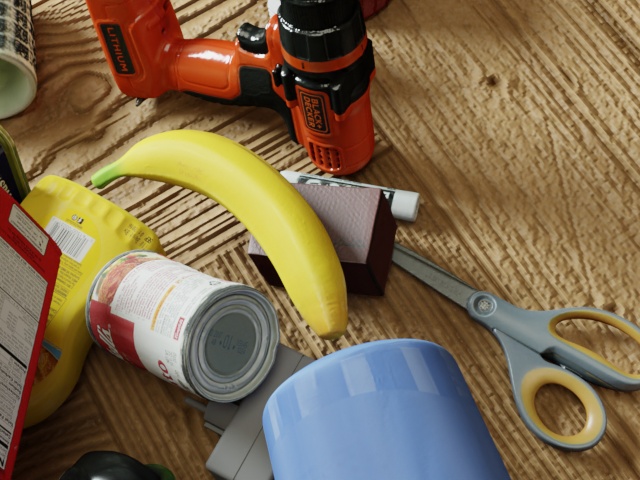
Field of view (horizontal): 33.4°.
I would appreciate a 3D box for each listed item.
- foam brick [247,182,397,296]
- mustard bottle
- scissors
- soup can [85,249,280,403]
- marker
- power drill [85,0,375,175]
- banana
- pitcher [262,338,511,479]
[{"bbox_3d":[0.002,-0.001,0.660,0.078,0.051,0.053,6,67,17],"label":"foam brick"},{"bbox_3d":[-0.185,0.057,0.655,0.096,0.058,0.191,29,71,15],"label":"mustard bottle"},{"bbox_3d":[0.100,0.061,0.646,0.202,0.016,0.096,17,72,18],"label":"scissors"},{"bbox_3d":[-0.079,0.047,0.613,0.102,0.068,0.068,15,64,47],"label":"soup can"},{"bbox_3d":[0.004,-0.032,0.697,0.121,0.020,0.020,11,67,11],"label":"marker"},{"bbox_3d":[-0.056,-0.130,0.669,0.188,0.184,0.057,20,55,24],"label":"power drill"},{"bbox_3d":[-0.048,-0.017,0.633,0.198,0.037,0.069,32,96,27],"label":"banana"},{"bbox_3d":[0.058,0.177,0.514,0.144,0.149,0.243,-10,58,-15],"label":"pitcher"}]
